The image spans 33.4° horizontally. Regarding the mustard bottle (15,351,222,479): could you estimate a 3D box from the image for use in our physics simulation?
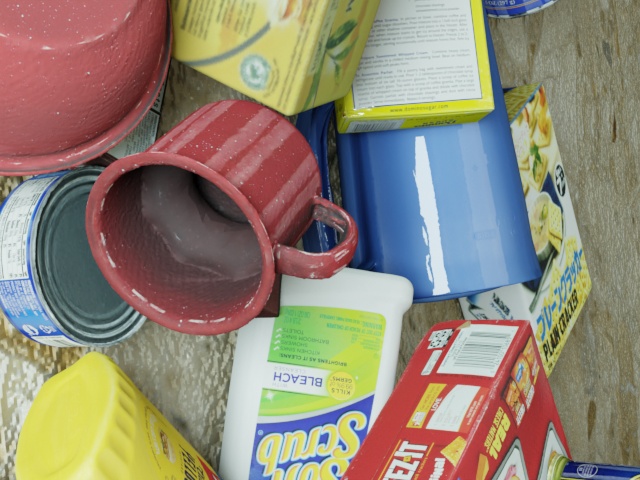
[{"bbox_3d":[-0.062,0.145,0.511,0.191,0.058,0.096,53,6,-28],"label":"mustard bottle"}]

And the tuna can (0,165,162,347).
[{"bbox_3d":[-0.116,0.008,0.510,0.086,0.034,0.086,12,76,-57],"label":"tuna can"}]

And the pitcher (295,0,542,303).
[{"bbox_3d":[0.060,-0.078,0.728,0.149,0.145,0.243,-10,91,-78],"label":"pitcher"}]

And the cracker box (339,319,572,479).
[{"bbox_3d":[0.091,0.177,0.612,0.164,0.072,0.213,-53,131,-45],"label":"cracker box"}]

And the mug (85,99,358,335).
[{"bbox_3d":[-0.038,-0.013,0.500,0.081,0.117,0.093,-54,153,-53],"label":"mug"}]

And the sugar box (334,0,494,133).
[{"bbox_3d":[0.048,-0.158,0.654,0.048,0.093,0.176,132,-47,-80],"label":"sugar box"}]

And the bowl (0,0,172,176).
[{"bbox_3d":[-0.124,-0.110,0.432,0.161,0.055,0.162,9,72,-30],"label":"bowl"}]

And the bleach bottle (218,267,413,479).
[{"bbox_3d":[-0.008,0.142,0.609,0.068,0.102,0.251,127,-30,-74],"label":"bleach bottle"}]
